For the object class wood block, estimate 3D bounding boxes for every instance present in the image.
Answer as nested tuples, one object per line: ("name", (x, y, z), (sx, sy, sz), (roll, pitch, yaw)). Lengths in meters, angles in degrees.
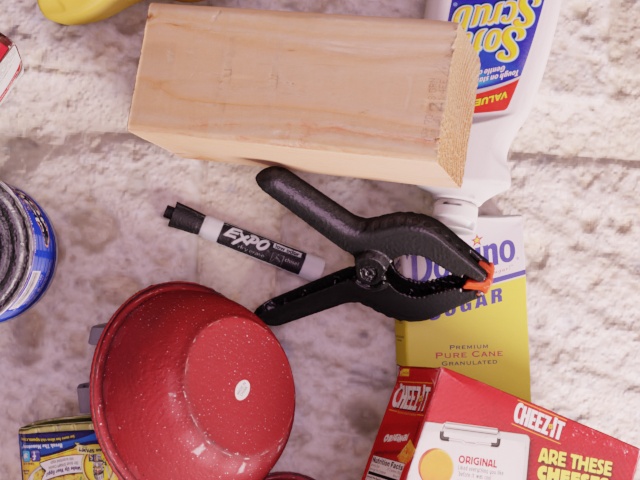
("wood block", (-0.008, -0.095, 0.701), (0.206, 0.090, 0.090), (8, 85, 19))

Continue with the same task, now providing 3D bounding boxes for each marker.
("marker", (-0.055, 0.001, 0.767), (0.121, 0.020, 0.020), (22, 85, -6))

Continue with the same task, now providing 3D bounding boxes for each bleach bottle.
("bleach bottle", (0.120, -0.127, 0.756), (0.102, 0.068, 0.251), (9, 80, -1))

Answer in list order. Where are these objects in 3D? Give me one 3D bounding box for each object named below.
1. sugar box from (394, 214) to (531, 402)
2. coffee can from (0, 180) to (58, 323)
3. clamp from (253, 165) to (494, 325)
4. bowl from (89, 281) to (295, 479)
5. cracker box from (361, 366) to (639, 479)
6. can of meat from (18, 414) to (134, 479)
("sugar box", (0.102, 0.070, 0.772), (0.093, 0.048, 0.176), (-3, 89, -7))
("coffee can", (-0.227, 0.006, 0.683), (0.102, 0.140, 0.103), (0, 88, -8))
("clamp", (0.029, 0.023, 0.732), (0.171, 0.039, 0.120), (17, 125, 9))
("bowl", (-0.069, 0.100, 0.700), (0.161, 0.055, 0.162), (17, 64, -40))
("cracker box", (0.097, 0.208, 0.692), (0.164, 0.072, 0.213), (24, 77, -19))
("can of meat", (-0.152, 0.161, 0.716), (0.102, 0.057, 0.084), (-8, 86, 25))
